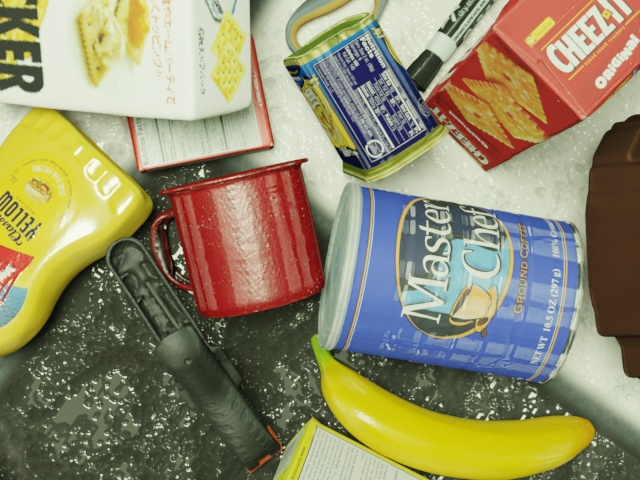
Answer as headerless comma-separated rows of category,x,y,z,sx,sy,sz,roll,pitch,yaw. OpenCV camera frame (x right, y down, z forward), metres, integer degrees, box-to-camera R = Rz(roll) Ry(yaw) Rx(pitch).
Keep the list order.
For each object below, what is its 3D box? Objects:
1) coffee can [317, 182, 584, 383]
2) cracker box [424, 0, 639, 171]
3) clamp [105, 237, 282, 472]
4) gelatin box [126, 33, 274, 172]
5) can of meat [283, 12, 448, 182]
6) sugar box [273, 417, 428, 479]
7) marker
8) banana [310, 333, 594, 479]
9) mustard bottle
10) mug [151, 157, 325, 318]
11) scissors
coffee can,0.076,0.026,0.654,0.140,0.103,0.103,10,89,-5
cracker box,0.150,-0.129,0.606,0.164,0.214,0.072,-45,91,-4
clamp,-0.074,0.074,0.643,0.039,0.120,0.171,-28,135,-4
gelatin box,-0.080,-0.086,0.679,0.089,0.030,0.073,-11,91,-4
can of meat,0.023,-0.088,0.645,0.057,0.102,0.084,-33,102,-4
sugar box,0.050,0.191,0.657,0.176,0.048,0.093,31,43,-5
marker,0.094,-0.146,0.699,0.020,0.020,0.121,38,87,-3
banana,0.082,0.116,0.678,0.197,0.037,0.069,20,64,-6
mustard bottle,-0.199,0.015,0.652,0.096,0.058,0.191,42,87,12
mug,-0.054,0.001,0.657,0.117,0.093,0.081,-10,96,26
scissors,0.049,-0.199,0.697,0.201,0.016,0.096,-40,94,-4
